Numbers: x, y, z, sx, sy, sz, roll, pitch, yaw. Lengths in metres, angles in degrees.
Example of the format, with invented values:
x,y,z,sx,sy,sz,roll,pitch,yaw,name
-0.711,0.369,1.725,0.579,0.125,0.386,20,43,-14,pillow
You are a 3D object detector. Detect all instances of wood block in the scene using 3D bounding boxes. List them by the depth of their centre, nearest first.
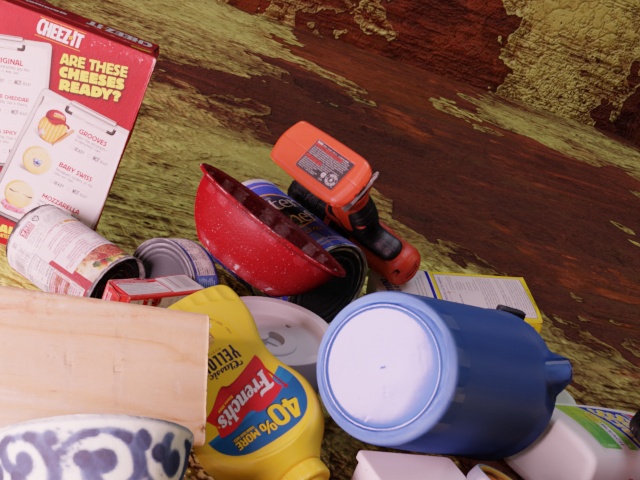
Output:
x,y,z,sx,sy,sz,roll,pitch,yaw,name
-0.183,0.084,0.674,0.205,0.090,0.091,11,-21,-33,wood block

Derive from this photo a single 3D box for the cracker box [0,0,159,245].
x,y,z,sx,sy,sz,roll,pitch,yaw,name
-0.256,-0.101,0.959,0.164,0.214,0.072,19,18,-12,cracker box

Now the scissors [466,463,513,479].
x,y,z,sx,sy,sz,roll,pitch,yaw,name
0.185,0.223,0.822,0.201,0.016,0.096,32,12,-36,scissors

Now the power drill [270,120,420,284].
x,y,z,sx,sy,sz,roll,pitch,yaw,name
0.014,-0.045,1.105,0.185,0.057,0.187,35,-10,30,power drill

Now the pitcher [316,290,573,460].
x,y,z,sx,sy,sz,roll,pitch,yaw,name
0.084,0.109,0.842,0.145,0.149,0.242,40,9,27,pitcher

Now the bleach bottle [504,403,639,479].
x,y,z,sx,sy,sz,roll,pitch,yaw,name
0.280,0.196,1.017,0.250,0.068,0.103,7,25,-46,bleach bottle

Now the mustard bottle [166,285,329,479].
x,y,z,sx,sy,sz,roll,pitch,yaw,name
-0.054,0.124,0.771,0.096,0.058,0.192,-30,60,-21,mustard bottle

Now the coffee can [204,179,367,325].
x,y,z,sx,sy,sz,roll,pitch,yaw,name
-0.037,0.014,1.079,0.102,0.103,0.140,2,27,-48,coffee can

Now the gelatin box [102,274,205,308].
x,y,z,sx,sy,sz,roll,pitch,yaw,name
-0.141,0.067,0.852,0.030,0.073,0.089,34,21,32,gelatin box

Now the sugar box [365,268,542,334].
x,y,z,sx,sy,sz,roll,pitch,yaw,name
0.141,0.074,1.145,0.176,0.048,0.093,2,29,-7,sugar box

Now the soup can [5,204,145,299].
x,y,z,sx,sy,sz,roll,pitch,yaw,name
-0.209,0.021,0.909,0.102,0.068,0.068,31,19,24,soup can

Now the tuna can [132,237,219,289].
x,y,z,sx,sy,sz,roll,pitch,yaw,name
-0.128,0.041,0.922,0.086,0.086,0.033,35,20,32,tuna can

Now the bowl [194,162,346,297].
x,y,z,sx,sy,sz,roll,pitch,yaw,name
-0.056,0.001,0.942,0.162,0.055,0.162,38,5,-4,bowl
